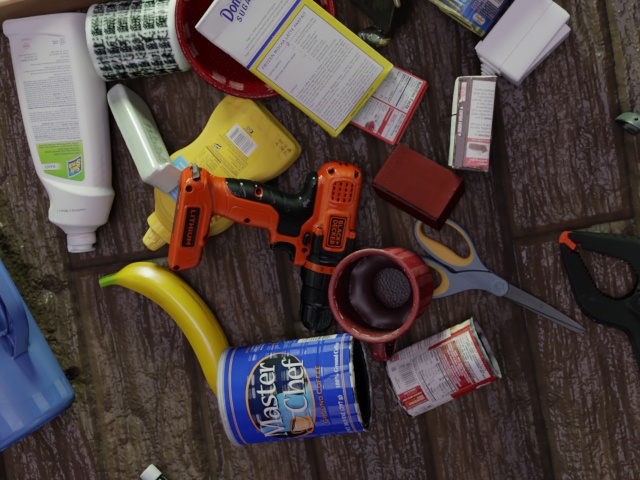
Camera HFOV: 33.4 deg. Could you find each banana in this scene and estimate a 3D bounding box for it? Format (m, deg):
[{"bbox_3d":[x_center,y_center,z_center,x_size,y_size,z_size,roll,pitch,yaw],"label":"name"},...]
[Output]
[{"bbox_3d":[-0.149,0.086,1.151,0.198,0.037,0.070,44,118,7],"label":"banana"}]

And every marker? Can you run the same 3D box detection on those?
[{"bbox_3d":[-0.148,0.294,1.170,0.121,0.020,0.020,42,100,6],"label":"marker"}]

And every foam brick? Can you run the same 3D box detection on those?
[{"bbox_3d":[0.099,-0.053,1.074,0.078,0.053,0.051,31,85,14],"label":"foam brick"}]

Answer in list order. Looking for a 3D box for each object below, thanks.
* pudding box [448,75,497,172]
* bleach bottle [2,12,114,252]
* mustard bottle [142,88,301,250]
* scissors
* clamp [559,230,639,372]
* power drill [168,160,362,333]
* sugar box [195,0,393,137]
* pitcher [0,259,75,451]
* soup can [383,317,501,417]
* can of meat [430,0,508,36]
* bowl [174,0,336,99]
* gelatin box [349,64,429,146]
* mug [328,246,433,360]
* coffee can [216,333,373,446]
[{"bbox_3d":[0.147,-0.113,1.039,0.039,0.113,0.090,4,95,6],"label":"pudding box"},{"bbox_3d":[-0.275,-0.113,1.147,0.103,0.068,0.251,-1,98,23],"label":"bleach bottle"},{"bbox_3d":[-0.117,-0.061,1.121,0.192,0.058,0.096,-45,84,10],"label":"mustard bottle"},{"bbox_3d":[0.164,0.056,1.095,0.202,0.016,0.096,43,102,6],"label":"scissors"},{"bbox_3d":[0.328,0.054,1.053,0.165,0.036,0.210,-45,85,11],"label":"clamp"},{"bbox_3d":[-0.057,0.001,1.083,0.187,0.057,0.184,6,106,-12],"label":"power drill"},{"bbox_3d":[-0.026,-0.190,1.047,0.176,0.048,0.093,38,97,-9],"label":"sugar box"},{"bbox_3d":[-0.364,0.096,1.141,0.145,0.149,0.243,-32,91,-1],"label":"pitcher"},{"bbox_3d":[0.123,0.129,1.082,0.102,0.068,0.068,-26,89,12],"label":"soup can"},{"bbox_3d":[0.145,-0.259,1.043,0.084,0.057,0.102,-55,50,12],"label":"can of meat"},{"bbox_3d":[-0.067,-0.227,1.086,0.162,0.055,0.162,-1,103,-5],"label":"bowl"},{"bbox_3d":[0.056,-0.148,1.096,0.089,0.030,0.073,28,97,8],"label":"gelatin box"},{"bbox_3d":[0.066,0.062,1.069,0.093,0.081,0.117,-1,96,21],"label":"mug"},{"bbox_3d":[-0.024,0.152,1.094,0.140,0.102,0.103,-8,92,11],"label":"coffee can"}]
